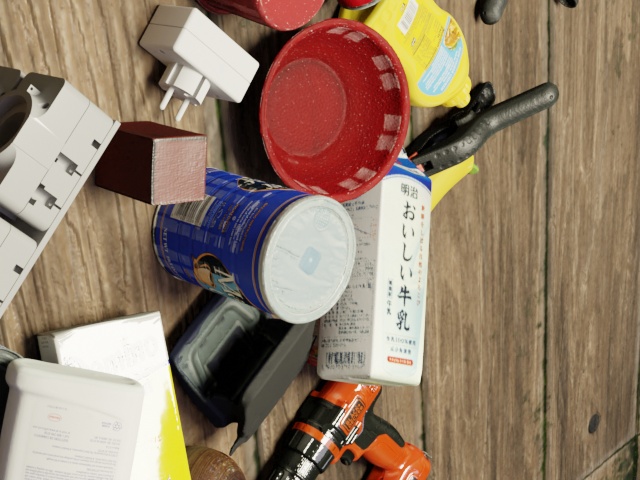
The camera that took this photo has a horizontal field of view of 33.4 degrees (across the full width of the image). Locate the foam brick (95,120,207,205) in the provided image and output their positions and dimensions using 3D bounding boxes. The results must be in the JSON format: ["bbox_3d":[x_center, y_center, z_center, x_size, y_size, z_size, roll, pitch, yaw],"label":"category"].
[{"bbox_3d":[-0.132,-0.061,0.826,0.052,0.078,0.051,-9,109,-42],"label":"foam brick"}]

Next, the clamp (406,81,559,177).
[{"bbox_3d":[0.151,-0.119,1.108,0.171,0.120,0.039,-31,106,-11],"label":"clamp"}]

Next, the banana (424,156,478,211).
[{"bbox_3d":[0.110,-0.038,1.117,0.197,0.037,0.069,-46,131,-27],"label":"banana"}]

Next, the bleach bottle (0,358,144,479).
[{"bbox_3d":[-0.198,0.217,0.762,0.102,0.068,0.251,13,87,-14],"label":"bleach bottle"}]

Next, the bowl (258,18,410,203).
[{"bbox_3d":[0.002,-0.116,0.952,0.161,0.055,0.162,-8,105,-33],"label":"bowl"}]

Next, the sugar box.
[{"bbox_3d":[-0.158,0.150,0.840,0.093,0.048,0.176,-11,92,-34],"label":"sugar box"}]

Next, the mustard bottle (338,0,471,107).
[{"bbox_3d":[0.095,-0.185,1.038,0.191,0.058,0.096,37,71,-46],"label":"mustard bottle"}]

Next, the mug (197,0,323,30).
[{"bbox_3d":[-0.053,-0.218,0.843,0.117,0.082,0.093,11,104,-50],"label":"mug"}]

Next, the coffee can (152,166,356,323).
[{"bbox_3d":[-0.056,0.001,0.878,0.102,0.141,0.103,-17,114,-42],"label":"coffee can"}]

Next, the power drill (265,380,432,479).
[{"bbox_3d":[0.033,0.231,1.106,0.184,0.057,0.187,-53,134,-21],"label":"power drill"}]
